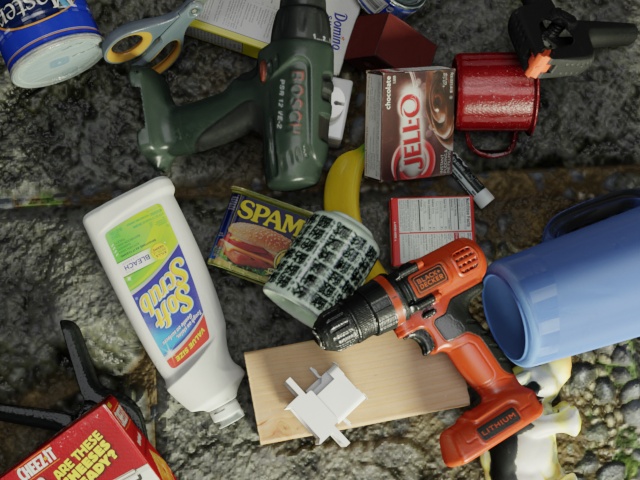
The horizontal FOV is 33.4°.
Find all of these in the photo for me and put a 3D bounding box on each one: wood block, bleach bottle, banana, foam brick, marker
[{"bbox_3d":[0.033,0.139,1.062,0.206,0.090,0.091,-10,82,-5],"label":"wood block"},{"bbox_3d":[-0.141,0.068,1.076,0.102,0.068,0.251,-28,86,-5],"label":"bleach bottle"},{"bbox_3d":[0.041,-0.010,1.100,0.070,0.037,0.198,-15,76,22],"label":"banana"},{"bbox_3d":[0.073,-0.197,1.116,0.078,0.053,0.051,27,79,-35],"label":"foam brick"},{"bbox_3d":[0.140,-0.085,1.137,0.020,0.020,0.121,-39,86,-8],"label":"marker"}]

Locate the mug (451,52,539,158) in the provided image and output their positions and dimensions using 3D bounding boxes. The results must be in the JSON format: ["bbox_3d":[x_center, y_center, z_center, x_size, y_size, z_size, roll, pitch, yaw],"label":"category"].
[{"bbox_3d":[0.180,-0.144,1.120,0.081,0.093,0.117,0,110,1],"label":"mug"}]

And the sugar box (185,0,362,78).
[{"bbox_3d":[-0.052,-0.239,1.136,0.176,0.048,0.093,19,81,-4],"label":"sugar box"}]

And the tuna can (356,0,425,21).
[{"bbox_3d":[0.072,-0.274,1.131,0.086,0.034,0.086,18,59,-33],"label":"tuna can"}]

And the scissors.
[{"bbox_3d":[-0.147,-0.230,1.062,0.096,0.202,0.016,-1,57,-42],"label":"scissors"}]

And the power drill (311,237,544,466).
[{"bbox_3d":[0.106,0.110,0.990,0.184,0.057,0.187,-27,86,-16],"label":"power drill"}]

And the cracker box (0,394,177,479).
[{"bbox_3d":[-0.204,0.281,1.017,0.164,0.072,0.213,-36,94,-3],"label":"cracker box"}]

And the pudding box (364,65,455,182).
[{"bbox_3d":[0.090,-0.119,1.086,0.089,0.039,0.113,-9,105,-31],"label":"pudding box"}]

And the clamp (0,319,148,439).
[{"bbox_3d":[-0.243,0.178,1.065,0.120,0.039,0.171,-41,87,-2],"label":"clamp"}]

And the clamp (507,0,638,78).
[{"bbox_3d":[0.237,-0.226,1.104,0.164,0.036,0.209,36,40,7],"label":"clamp"}]

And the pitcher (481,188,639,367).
[{"bbox_3d":[0.284,0.034,1.062,0.242,0.149,0.145,-16,92,-14],"label":"pitcher"}]

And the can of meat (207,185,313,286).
[{"bbox_3d":[-0.057,0.001,1.094,0.102,0.057,0.084,20,83,-1],"label":"can of meat"}]

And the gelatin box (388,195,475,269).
[{"bbox_3d":[0.117,-0.008,1.118,0.089,0.030,0.073,-2,82,-1],"label":"gelatin box"}]

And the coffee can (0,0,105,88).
[{"bbox_3d":[-0.293,-0.242,1.091,0.102,0.103,0.140,-24,84,-7],"label":"coffee can"}]
